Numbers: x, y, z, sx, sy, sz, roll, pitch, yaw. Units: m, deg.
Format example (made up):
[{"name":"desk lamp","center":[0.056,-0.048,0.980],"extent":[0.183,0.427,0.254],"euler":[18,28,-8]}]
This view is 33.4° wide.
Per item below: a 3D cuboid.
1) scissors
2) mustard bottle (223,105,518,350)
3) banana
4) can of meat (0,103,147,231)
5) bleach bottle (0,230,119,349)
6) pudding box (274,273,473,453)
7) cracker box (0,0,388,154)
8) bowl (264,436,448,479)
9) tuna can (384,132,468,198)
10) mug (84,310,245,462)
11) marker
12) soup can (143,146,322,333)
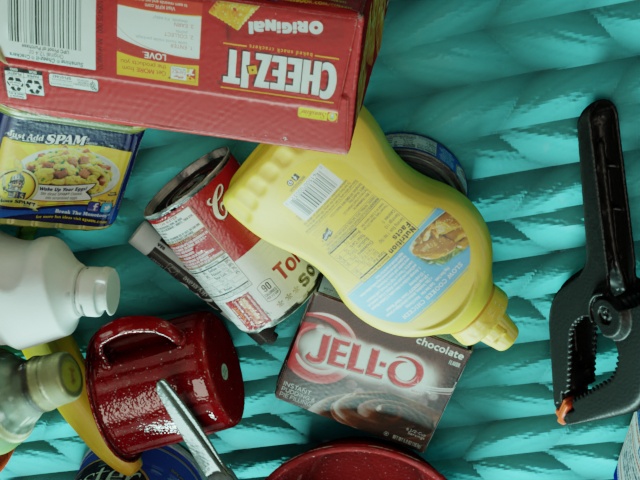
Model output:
[{"name":"scissors","center":[-0.077,0.173,0.718],"extent":[0.096,0.016,0.201],"euler":[-27,119,26]},{"name":"mustard bottle","center":[0.043,0.001,0.629],"extent":[0.191,0.058,0.096],"euler":[40,111,-12]},{"name":"banana","center":[-0.182,0.077,0.738],"extent":[0.037,0.070,0.198],"euler":[-31,111,-25]},{"name":"can of meat","center":[-0.164,-0.055,0.657],"extent":[0.101,0.057,0.084],"euler":[5,125,-29]},{"name":"bleach bottle","center":[-0.251,0.018,0.666],"extent":[0.251,0.068,0.102],"euler":[3,125,7]},{"name":"pudding box","center":[0.035,0.082,0.722],"extent":[0.113,0.039,0.090],"euler":[20,118,-1]},{"name":"cracker box","center":[-0.050,-0.123,0.532],"extent":[0.164,0.213,0.072],"euler":[8,119,4]},{"name":"bowl","center":[0.031,0.197,0.772],"extent":[0.162,0.055,0.162],"euler":[3,117,7]},{"name":"tuna can","center":[0.051,-0.024,0.669],"extent":[0.086,0.033,0.086],"euler":[3,117,7]},{"name":"mug","center":[-0.105,0.088,0.714],"extent":[0.081,0.093,0.117],"euler":[-16,134,10]},{"name":"marker","center":[-0.077,0.031,0.724],"extent":[0.121,0.020,0.020],"euler":[39,115,-12]},{"name":"soup can","center":[-0.054,0.001,0.678],"extent":[0.069,0.068,0.102],"euler":[-31,109,21]}]
